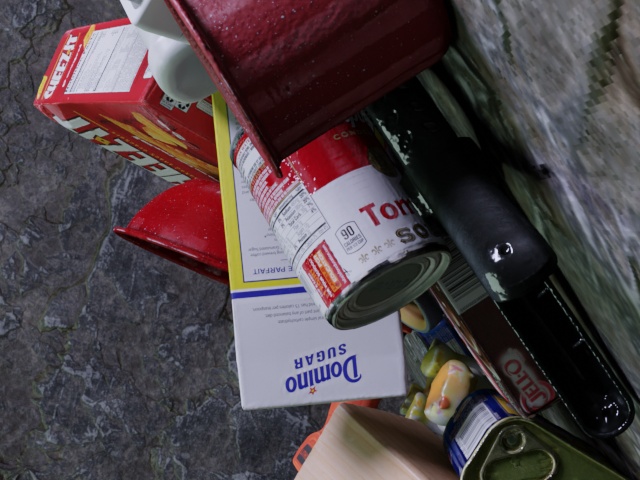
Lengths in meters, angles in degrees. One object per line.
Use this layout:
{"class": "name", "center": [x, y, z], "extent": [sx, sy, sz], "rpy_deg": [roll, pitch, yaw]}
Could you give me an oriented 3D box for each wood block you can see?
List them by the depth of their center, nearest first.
{"class": "wood block", "center": [0.077, 0.190, 0.607], "extent": [0.090, 0.091, 0.206], "rpy_deg": [23, -170, -45]}

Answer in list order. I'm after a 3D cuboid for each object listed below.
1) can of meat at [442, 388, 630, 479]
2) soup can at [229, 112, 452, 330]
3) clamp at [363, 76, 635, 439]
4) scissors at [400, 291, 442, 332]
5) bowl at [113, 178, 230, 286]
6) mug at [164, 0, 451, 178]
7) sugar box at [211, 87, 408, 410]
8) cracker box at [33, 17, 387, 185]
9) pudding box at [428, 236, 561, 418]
{"class": "can of meat", "center": [0.122, 0.130, 0.598], "extent": [0.102, 0.057, 0.084], "rpy_deg": [31, -176, -5]}
{"class": "soup can", "center": [0.009, -0.017, 0.513], "extent": [0.102, 0.068, 0.068], "rpy_deg": [59, 179, 21]}
{"class": "clamp", "center": [0.062, -0.014, 0.454], "extent": [0.164, 0.036, 0.210], "rpy_deg": [51, -172, -47]}
{"class": "scissors", "center": [0.037, 0.036, 0.705], "extent": [0.096, 0.016, 0.202], "rpy_deg": [47, 167, 14]}
{"class": "bowl", "center": [-0.055, 0.001, 0.722], "extent": [0.162, 0.055, 0.162], "rpy_deg": [22, 174, 2]}
{"class": "mug", "center": [-0.007, -0.084, 0.403], "extent": [0.093, 0.081, 0.117], "rpy_deg": [58, 178, -4]}
{"class": "sugar box", "center": [-0.006, 0.000, 0.589], "extent": [0.048, 0.093, 0.176], "rpy_deg": [-97, 3, -85]}
{"class": "cracker box", "center": [-0.082, -0.080, 0.726], "extent": [0.164, 0.072, 0.214], "rpy_deg": [29, 170, -31]}
{"class": "pudding box", "center": [0.086, 0.034, 0.577], "extent": [0.113, 0.039, 0.090], "rpy_deg": [59, 180, -3]}
